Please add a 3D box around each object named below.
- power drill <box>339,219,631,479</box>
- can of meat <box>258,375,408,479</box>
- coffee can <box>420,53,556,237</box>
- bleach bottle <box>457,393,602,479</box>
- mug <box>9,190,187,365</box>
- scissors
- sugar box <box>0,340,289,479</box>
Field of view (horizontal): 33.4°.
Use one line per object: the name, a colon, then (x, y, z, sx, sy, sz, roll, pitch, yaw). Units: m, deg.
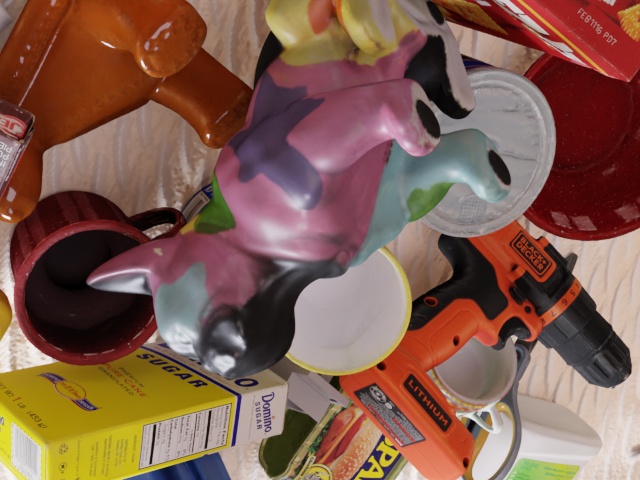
power drill: (0.116, 0.077, 0.744, 0.184, 0.057, 0.187, 46, 58, -1)
can of meat: (0.015, 0.148, 0.796, 0.083, 0.057, 0.102, 33, 95, -28)
coffee can: (0.068, -0.073, 0.681, 0.102, 0.140, 0.103, -8, 113, -20)
bleach bottle: (0.131, 0.250, 0.883, 0.102, 0.068, 0.251, 16, 106, -29)
mug: (-0.137, 0.012, 0.662, 0.117, 0.082, 0.093, -31, 119, -9)
scissors: (0.135, 0.097, 0.839, 0.016, 0.096, 0.201, 44, 58, -49)
sugar box: (-0.116, 0.104, 0.672, 0.175, 0.093, 0.048, -12, 117, -41)
